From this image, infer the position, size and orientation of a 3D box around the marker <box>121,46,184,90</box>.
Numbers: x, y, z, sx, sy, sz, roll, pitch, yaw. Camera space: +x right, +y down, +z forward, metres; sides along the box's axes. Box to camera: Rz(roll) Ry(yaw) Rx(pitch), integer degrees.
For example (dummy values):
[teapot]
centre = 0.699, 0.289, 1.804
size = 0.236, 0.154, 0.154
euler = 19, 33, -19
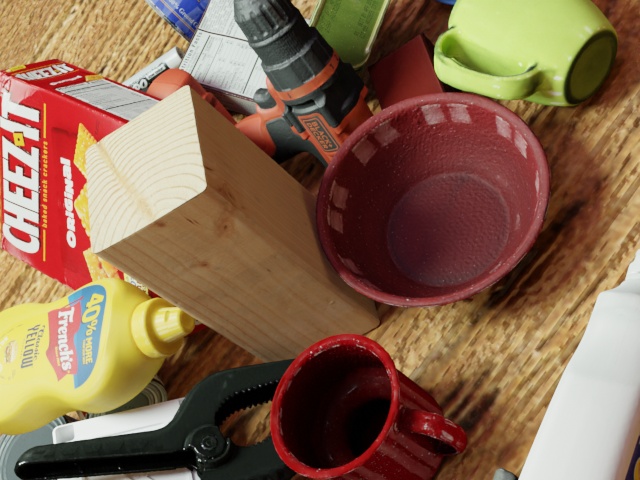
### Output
[marker]
centre = -0.183, -0.151, 1.045
size = 0.121, 0.020, 0.020
euler = -29, 50, 19

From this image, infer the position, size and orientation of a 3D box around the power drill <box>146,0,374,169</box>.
[power drill]
centre = -0.052, -0.108, 0.822
size = 0.188, 0.184, 0.057
euler = -3, 44, 45

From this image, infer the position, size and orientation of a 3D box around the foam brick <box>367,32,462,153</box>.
[foam brick]
centre = 0.077, -0.105, 0.801
size = 0.051, 0.053, 0.078
euler = -30, 50, 18

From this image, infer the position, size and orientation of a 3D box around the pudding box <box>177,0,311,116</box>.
[pudding box]
centre = -0.057, -0.154, 0.913
size = 0.114, 0.039, 0.090
euler = 18, 74, 17

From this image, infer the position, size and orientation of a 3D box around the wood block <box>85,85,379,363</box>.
[wood block]
centre = -0.055, 0.001, 0.727
size = 0.090, 0.205, 0.091
euler = -28, 50, 20

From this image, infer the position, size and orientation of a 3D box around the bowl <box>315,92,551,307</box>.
[bowl]
centre = 0.081, -0.020, 0.731
size = 0.162, 0.055, 0.162
euler = -9, 62, 18

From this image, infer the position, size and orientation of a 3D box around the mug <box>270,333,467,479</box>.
[mug]
centre = 0.038, 0.117, 0.673
size = 0.117, 0.081, 0.093
euler = -2, 62, 36

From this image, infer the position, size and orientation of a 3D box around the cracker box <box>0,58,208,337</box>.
[cracker box]
centre = -0.168, -0.036, 0.850
size = 0.214, 0.071, 0.164
euler = 24, 119, 32

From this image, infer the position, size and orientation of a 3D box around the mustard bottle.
[mustard bottle]
centre = -0.167, 0.078, 0.768
size = 0.192, 0.058, 0.096
euler = -17, 54, 31

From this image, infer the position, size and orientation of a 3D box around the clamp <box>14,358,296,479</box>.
[clamp]
centre = -0.070, 0.152, 0.701
size = 0.209, 0.036, 0.165
euler = -29, 58, -26

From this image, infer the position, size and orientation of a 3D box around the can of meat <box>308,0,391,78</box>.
[can of meat]
centre = 0.017, -0.166, 0.847
size = 0.057, 0.084, 0.102
euler = 21, 75, -3

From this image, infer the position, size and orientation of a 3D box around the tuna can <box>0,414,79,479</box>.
[tuna can]
centre = -0.225, 0.179, 0.862
size = 0.086, 0.033, 0.086
euler = -18, 54, 27
